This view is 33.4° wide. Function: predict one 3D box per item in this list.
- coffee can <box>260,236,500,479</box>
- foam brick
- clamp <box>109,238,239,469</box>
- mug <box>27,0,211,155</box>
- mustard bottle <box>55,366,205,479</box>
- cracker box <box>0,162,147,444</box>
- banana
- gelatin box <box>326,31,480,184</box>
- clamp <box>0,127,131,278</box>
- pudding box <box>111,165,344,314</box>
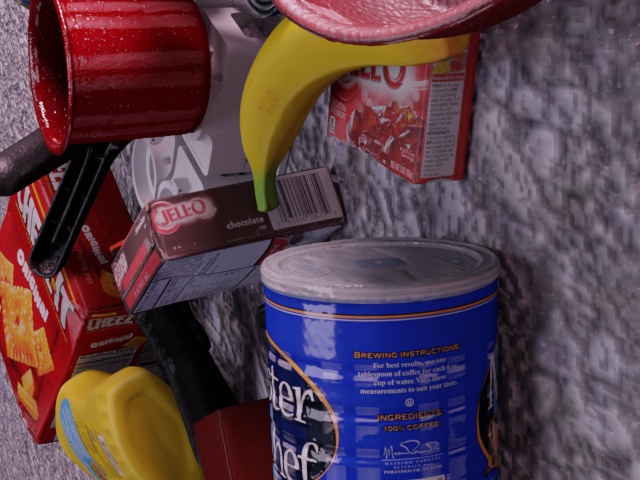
[{"bbox_3d":[0.028,0.076,0.471,0.103,0.102,0.140,18,113,62],"label":"coffee can"},{"bbox_3d":[-0.028,0.120,0.624,0.053,0.078,0.051,-38,64,61],"label":"foam brick"},{"bbox_3d":[-0.089,0.077,0.717,0.120,0.039,0.171,80,166,-74],"label":"clamp"},{"bbox_3d":[-0.116,-0.104,0.600,0.117,0.081,0.093,54,142,45],"label":"mug"},{"bbox_3d":[-0.153,0.142,0.791,0.192,0.058,0.096,-13,108,60],"label":"mustard bottle"},{"bbox_3d":[-0.212,0.046,0.876,0.164,0.071,0.214,63,144,26],"label":"cracker box"},{"bbox_3d":[0.004,-0.077,0.491,0.069,0.037,0.198,60,151,4],"label":"banana"},{"bbox_3d":[0.035,-0.075,0.499,0.089,0.030,0.073,39,130,54],"label":"gelatin box"},{"bbox_3d":[-0.148,-0.081,0.712,0.210,0.036,0.164,-58,-7,-12],"label":"clamp"},{"bbox_3d":[-0.054,0.001,0.605,0.090,0.113,0.039,-45,60,58],"label":"pudding box"}]
